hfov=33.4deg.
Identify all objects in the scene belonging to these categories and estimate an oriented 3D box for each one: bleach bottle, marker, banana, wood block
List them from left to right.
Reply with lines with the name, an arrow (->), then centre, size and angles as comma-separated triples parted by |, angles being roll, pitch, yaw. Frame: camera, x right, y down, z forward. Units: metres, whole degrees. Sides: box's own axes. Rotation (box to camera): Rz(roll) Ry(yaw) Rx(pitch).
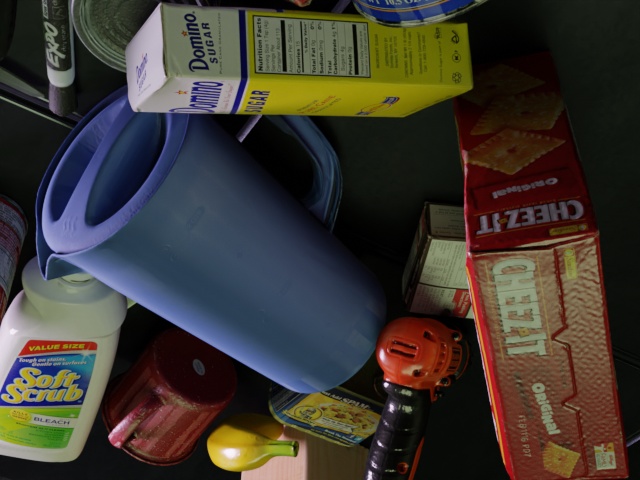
bleach bottle -> -0.207, 0.080, 0.809 | 0.102, 0.068, 0.251 | 13, 139, -11
marker -> -0.160, -0.124, 0.655 | 0.020, 0.020, 0.121 | 6, 138, -5
banana -> -0.060, 0.169, 0.892 | 0.069, 0.037, 0.198 | 9, 176, -5
wood block -> -0.016, 0.276, 0.957 | 0.091, 0.206, 0.090 | -30, 129, 31

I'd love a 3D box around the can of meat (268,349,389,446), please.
can of meat -> 0.018, 0.127, 0.903 | 0.102, 0.057, 0.084 | 25, 135, -23

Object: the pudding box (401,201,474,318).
pudding box -> 0.123, 0.018, 0.792 | 0.113, 0.039, 0.090 | 4, 137, -7

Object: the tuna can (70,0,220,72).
tuna can -> -0.102, -0.138, 0.625 | 0.086, 0.033, 0.086 | 1, 138, 1

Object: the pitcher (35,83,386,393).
pitcher -> -0.055, 0.001, 0.723 | 0.149, 0.145, 0.242 | -15, 141, 35

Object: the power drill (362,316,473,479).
power drill -> 0.066, 0.149, 0.805 | 0.057, 0.187, 0.184 | 12, 176, 21

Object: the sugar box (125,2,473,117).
sugar box -> -0.014, -0.097, 0.598 | 0.176, 0.048, 0.093 | -4, 177, -21

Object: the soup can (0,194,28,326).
soup can -> -0.251, 0.021, 0.757 | 0.068, 0.102, 0.068 | 0, 138, 0

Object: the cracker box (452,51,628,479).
cracker box -> 0.124, 0.009, 0.626 | 0.072, 0.213, 0.164 | -9, 122, 12

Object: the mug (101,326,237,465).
mug -> -0.128, 0.129, 0.871 | 0.093, 0.117, 0.082 | 47, 125, 8
